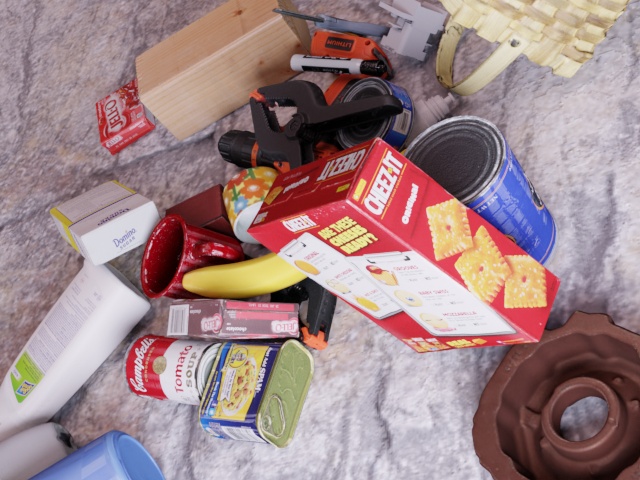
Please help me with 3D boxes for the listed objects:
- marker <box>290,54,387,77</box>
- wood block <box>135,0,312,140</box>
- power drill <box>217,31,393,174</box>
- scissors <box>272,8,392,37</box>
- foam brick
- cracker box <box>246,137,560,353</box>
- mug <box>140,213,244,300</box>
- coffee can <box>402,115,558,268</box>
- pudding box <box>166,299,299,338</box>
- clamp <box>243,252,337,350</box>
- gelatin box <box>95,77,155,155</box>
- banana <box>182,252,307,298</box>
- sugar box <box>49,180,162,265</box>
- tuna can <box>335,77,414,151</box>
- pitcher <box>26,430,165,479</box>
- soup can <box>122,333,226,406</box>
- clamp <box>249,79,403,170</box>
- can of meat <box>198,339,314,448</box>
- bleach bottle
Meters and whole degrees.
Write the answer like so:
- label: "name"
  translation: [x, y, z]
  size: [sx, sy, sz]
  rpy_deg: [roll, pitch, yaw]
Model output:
- label: "marker"
  translation: [0.020, -0.193, 1.179]
  size: [0.121, 0.020, 0.020]
  rpy_deg: [11, 65, 34]
- label: "wood block"
  translation: [-0.120, -0.225, 1.330]
  size: [0.206, 0.090, 0.091]
  rpy_deg: [-28, 46, 16]
- label: "power drill"
  translation: [-0.015, -0.150, 1.226]
  size: [0.185, 0.057, 0.187]
  rpy_deg: [18, 73, 37]
- label: "scissors"
  translation: [0.024, -0.243, 1.200]
  size: [0.096, 0.201, 0.016]
  rpy_deg: [11, 99, 16]
- label: "foam brick"
  translation: [-0.131, -0.017, 1.211]
  size: [0.078, 0.053, 0.051]
  rpy_deg: [-24, 48, 17]
- label: "cracker box"
  translation: [0.069, 0.012, 0.906]
  size: [0.164, 0.213, 0.072]
  rpy_deg: [-15, 44, 57]
- label: "mug"
  translation: [-0.128, 0.024, 1.136]
  size: [0.117, 0.081, 0.093]
  rpy_deg: [-22, 57, 48]
- label: "coffee can"
  translation: [0.144, -0.031, 0.968]
  size: [0.103, 0.140, 0.103]
  rpy_deg: [-18, 50, 23]
- label: "pudding box"
  translation: [-0.088, 0.079, 1.059]
  size: [0.114, 0.089, 0.039]
  rpy_deg: [-5, 81, 55]
- label: "clamp"
  translation: [-0.033, 0.045, 1.108]
  size: [0.120, 0.039, 0.171]
  rpy_deg: [-36, 44, 31]
- label: "gelatin box"
  translation: [-0.261, -0.167, 1.427]
  size: [0.073, 0.030, 0.089]
  rpy_deg: [-29, 46, 14]
- label: "banana"
  translation: [-0.044, 0.015, 1.063]
  size: [0.198, 0.069, 0.037]
  rpy_deg: [-33, 4, 15]
- label: "sugar box"
  translation: [-0.251, -0.023, 1.248]
  size: [0.093, 0.048, 0.176]
  rpy_deg: [-28, 24, -16]
- label: "tuna can"
  translation: [0.056, -0.127, 1.120]
  size: [0.086, 0.033, 0.086]
  rpy_deg: [-15, 68, 43]
- label: "pitcher"
  translation: [-0.261, 0.299, 1.029]
  size: [0.243, 0.149, 0.145]
  rpy_deg: [-34, 30, 5]
- label: "soup can"
  translation: [-0.143, 0.134, 1.098]
  size: [0.102, 0.068, 0.068]
  rpy_deg: [2, 60, 35]
- label: "clamp"
  translation: [-0.019, -0.105, 1.132]
  size: [0.210, 0.036, 0.164]
  rpy_deg: [32, 93, 46]
- label: "can of meat"
  translation: [-0.064, 0.147, 1.041]
  size: [0.084, 0.057, 0.102]
  rpy_deg: [-2, 57, 36]
- label: "bleach bottle"
  translation: [-0.306, 0.139, 1.212]
  size: [0.251, 0.068, 0.103]
  rpy_deg: [-50, 42, -3]
